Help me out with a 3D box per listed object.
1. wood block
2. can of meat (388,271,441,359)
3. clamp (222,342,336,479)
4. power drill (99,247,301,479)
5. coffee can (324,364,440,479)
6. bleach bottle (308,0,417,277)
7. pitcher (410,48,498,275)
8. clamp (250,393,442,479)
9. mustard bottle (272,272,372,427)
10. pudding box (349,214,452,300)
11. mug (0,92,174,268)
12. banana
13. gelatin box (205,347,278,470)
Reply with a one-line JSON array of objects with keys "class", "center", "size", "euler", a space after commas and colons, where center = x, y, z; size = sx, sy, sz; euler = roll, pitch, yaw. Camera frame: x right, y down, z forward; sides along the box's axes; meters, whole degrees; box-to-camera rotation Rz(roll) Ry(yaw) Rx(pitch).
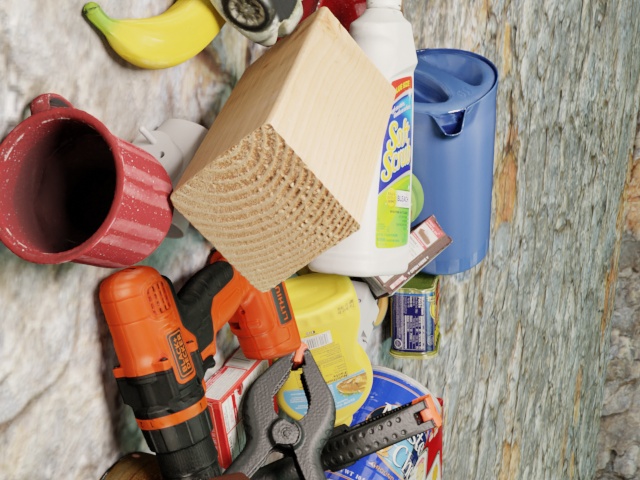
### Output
[{"class": "wood block", "center": [-0.018, -0.070, 0.740], "size": [0.090, 0.090, 0.206], "euler": [46, 28, -18]}, {"class": "can of meat", "center": [0.112, 0.084, 1.262], "size": [0.102, 0.057, 0.084], "euler": [-52, 141, -73]}, {"class": "clamp", "center": [-0.040, 0.168, 0.882], "size": [0.039, 0.120, 0.171], "euler": [117, -24, -60]}, {"class": "power drill", "center": [-0.081, 0.088, 0.815], "size": [0.187, 0.057, 0.184], "euler": [-36, 113, -61]}, {"class": "coffee can", "center": [0.053, 0.216, 1.117], "size": [0.140, 0.103, 0.103], "euler": [-60, 148, -29]}, {"class": "bleach bottle", "center": [0.043, -0.097, 0.935], "size": [0.102, 0.068, 0.251], "euler": [-2, 96, -60]}, {"class": "pitcher", "center": [0.133, -0.089, 1.205], "size": [0.149, 0.145, 0.243], "euler": [-44, 140, -37]}, {"class": "clamp", "center": [0.016, 0.187, 0.964], "size": [0.036, 0.210, 0.164], "euler": [66, 17, 7]}, {"class": "mustard bottle", "center": [-0.001, 0.119, 0.999], "size": [0.058, 0.096, 0.191], "euler": [-111, -174, -51]}, {"class": "pudding box", "center": [0.081, 0.021, 1.109], "size": [0.090, 0.039, 0.113], "euler": [-40, -178, -11]}, {"class": "mug", "center": [-0.147, -0.037, 0.658], "size": [0.117, 0.093, 0.081], "euler": [65, 13, 16]}, {"class": "banana", "center": [-0.095, -0.172, 0.772], "size": [0.197, 0.037, 0.069], "euler": [-51, 142, -48]}, {"class": "gelatin box", "center": [-0.073, 0.143, 0.925], "size": [0.089, 0.030, 0.073], "euler": [-46, 138, -49]}]
